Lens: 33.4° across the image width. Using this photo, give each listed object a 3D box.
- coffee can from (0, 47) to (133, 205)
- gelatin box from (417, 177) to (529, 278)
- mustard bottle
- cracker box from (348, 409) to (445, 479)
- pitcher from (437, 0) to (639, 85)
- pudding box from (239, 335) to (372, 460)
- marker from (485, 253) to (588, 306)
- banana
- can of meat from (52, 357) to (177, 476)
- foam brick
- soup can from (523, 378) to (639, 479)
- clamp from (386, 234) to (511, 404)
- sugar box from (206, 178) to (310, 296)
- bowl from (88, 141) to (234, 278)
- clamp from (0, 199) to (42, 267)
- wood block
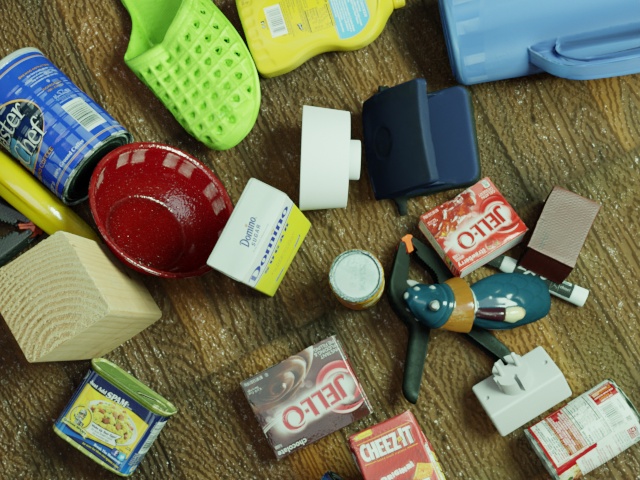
[{"bbox_3d":[-0.284,-0.121,1.129,0.140,0.103,0.103,41,89,7],"label":"coffee can"},{"bbox_3d":[0.157,-0.013,1.099,0.089,0.030,0.073,-30,70,-12],"label":"gelatin box"},{"bbox_3d":[0.013,-0.246,1.136,0.191,0.058,0.096,-17,85,4],"label":"mustard bottle"},{"bbox_3d":[0.103,0.284,0.997,0.072,0.164,0.214,-24,65,3],"label":"cracker box"},{"bbox_3d":[0.247,-0.226,1.074,0.243,0.149,0.145,-12,95,7],"label":"pitcher"},{"bbox_3d":[-0.014,0.162,1.109,0.113,0.039,0.090,-27,83,2],"label":"pudding box"},{"bbox_3d":[0.218,0.036,1.109,0.121,0.020,0.020,24,87,7],"label":"marker"},{"bbox_3d":[-0.311,-0.051,1.141,0.198,0.069,0.037,40,97,8],"label":"banana"},{"bbox_3d":[-0.216,0.186,1.117,0.102,0.057,0.084,33,90,8],"label":"can of meat"},{"bbox_3d":[0.242,-0.006,1.086,0.053,0.051,0.078,26,71,8],"label":"foam brick"},{"bbox_3d":[0.264,0.192,1.066,0.102,0.068,0.068,-32,83,1],"label":"soup can"},{"bbox_3d":[0.109,0.081,1.102,0.120,0.039,0.171,-27,79,-17],"label":"clamp"},{"bbox_3d":[-0.057,0.002,1.059,0.048,0.176,0.093,27,87,7],"label":"sugar box"},{"bbox_3d":[-0.171,-0.021,1.110,0.161,0.055,0.162,17,53,-24],"label":"bowl"},{"bbox_3d":[-0.409,0.006,1.162,0.210,0.036,0.164,1,84,5],"label":"clamp"},{"bbox_3d":[-0.237,0.059,1.055,0.090,0.206,0.091,-33,83,1],"label":"wood block"}]
